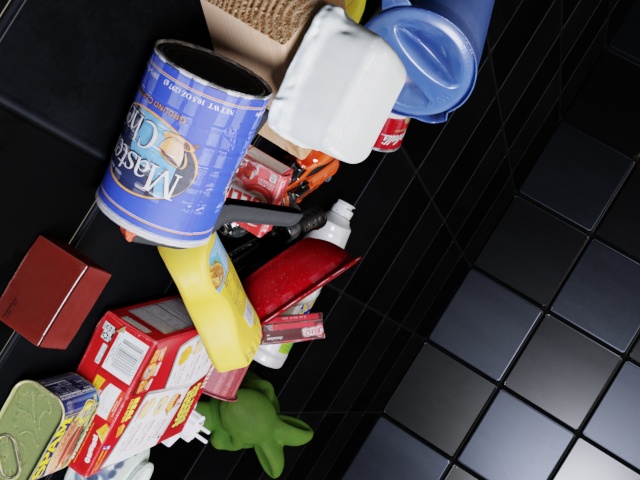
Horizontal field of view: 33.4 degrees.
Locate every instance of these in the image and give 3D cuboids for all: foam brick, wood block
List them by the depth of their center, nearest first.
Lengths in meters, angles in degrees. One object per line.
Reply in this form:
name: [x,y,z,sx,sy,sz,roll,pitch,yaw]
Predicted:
foam brick: [-0.219,0.043,0.874,0.078,0.053,0.051,-58,165,1]
wood block: [-0.034,-0.173,0.969,0.090,0.091,0.206,-54,164,-16]

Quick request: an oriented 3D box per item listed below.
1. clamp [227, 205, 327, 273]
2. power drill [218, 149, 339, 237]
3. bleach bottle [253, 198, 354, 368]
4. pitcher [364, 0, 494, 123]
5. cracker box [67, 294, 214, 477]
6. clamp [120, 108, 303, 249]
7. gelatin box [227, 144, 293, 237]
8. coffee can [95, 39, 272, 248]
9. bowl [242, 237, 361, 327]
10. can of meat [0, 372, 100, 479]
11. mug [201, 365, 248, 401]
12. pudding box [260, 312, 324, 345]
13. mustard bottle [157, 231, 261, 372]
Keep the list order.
clamp: [-0.058,0.002,1.228,0.165,0.036,0.209,-29,180,23]
power drill: [-0.020,-0.087,1.153,0.184,0.057,0.188,-39,179,-37]
bleach bottle: [-0.027,0.055,1.489,0.251,0.068,0.102,-60,166,-2]
pitcher: [0.126,-0.261,1.184,0.149,0.145,0.242,-59,-175,43]
cracker box: [-0.186,0.145,1.140,0.164,0.072,0.213,-62,165,12]
clamp: [-0.103,-0.051,0.978,0.171,0.039,0.120,-17,107,-19]
gelatin box: [-0.079,-0.056,1.054,0.030,0.089,0.073,-35,152,-57]
coffee can: [-0.113,-0.079,0.876,0.140,0.103,0.102,-64,164,20]
bowl: [-0.035,0.044,1.197,0.162,0.055,0.162,-34,177,-2]
can of meat: [-0.260,0.176,0.997,0.102,0.057,0.083,-60,168,8]
mug: [-0.127,0.135,1.299,0.081,0.093,0.117,-64,-166,2]
pudding box: [-0.060,0.115,1.369,0.089,0.114,0.039,-2,86,-30]
mustard bottle: [-0.116,0.032,1.061,0.096,0.058,0.191,-88,160,-56]
